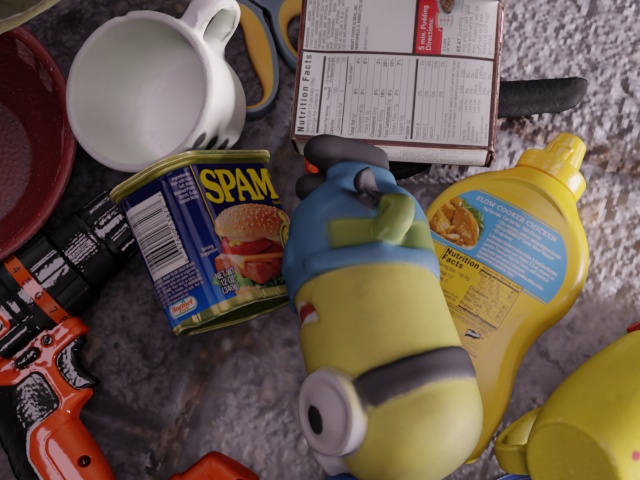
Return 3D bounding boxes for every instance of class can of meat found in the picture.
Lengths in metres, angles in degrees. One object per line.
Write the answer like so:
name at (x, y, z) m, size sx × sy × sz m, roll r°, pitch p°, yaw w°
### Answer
can of meat at (-0.054, 0.001, 0.575) m, size 0.058 × 0.101 × 0.084 m, roll -27°, pitch 81°, yaw 28°

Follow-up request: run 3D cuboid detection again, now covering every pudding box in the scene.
pudding box at (0.043, -0.090, 0.591) m, size 0.113 × 0.039 × 0.090 m, roll 4°, pitch 81°, yaw 8°

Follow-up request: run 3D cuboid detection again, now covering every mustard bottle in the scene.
mustard bottle at (0.093, 0.020, 0.595) m, size 0.096 × 0.058 × 0.191 m, roll 30°, pitch 78°, yaw 19°

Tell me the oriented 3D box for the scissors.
scissors at (-0.038, -0.172, 0.654) m, size 0.096 × 0.016 × 0.202 m, roll -6°, pitch 79°, yaw -5°

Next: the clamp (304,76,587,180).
clamp at (0.057, -0.099, 0.630) m, size 0.171 × 0.039 × 0.120 m, roll -26°, pitch 75°, yaw -6°

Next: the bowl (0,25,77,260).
bowl at (-0.214, -0.051, 0.603) m, size 0.162 × 0.055 × 0.162 m, roll 0°, pitch 78°, yaw -2°

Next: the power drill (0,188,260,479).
power drill at (-0.120, 0.086, 0.578) m, size 0.184 × 0.057 × 0.188 m, roll -42°, pitch 80°, yaw -6°
